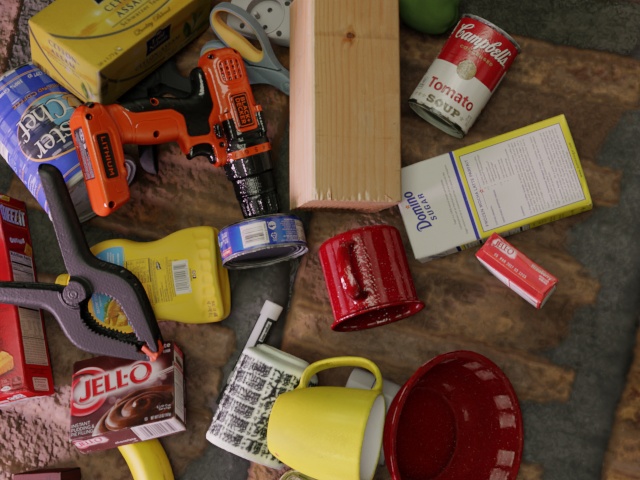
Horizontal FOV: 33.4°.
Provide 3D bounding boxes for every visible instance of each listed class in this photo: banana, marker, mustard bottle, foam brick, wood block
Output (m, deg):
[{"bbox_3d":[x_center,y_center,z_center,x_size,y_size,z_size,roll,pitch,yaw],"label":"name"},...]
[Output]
[{"bbox_3d":[-0.171,0.263,1.059,0.070,0.037,0.198,-24,75,32],"label":"banana"},{"bbox_3d":[-0.073,0.117,1.067,0.020,0.020,0.121,26,88,13],"label":"marker"},{"bbox_3d":[-0.190,0.045,1.079,0.192,0.058,0.096,-8,88,10],"label":"mustard bottle"},{"bbox_3d":[-0.271,0.269,1.067,0.053,0.051,0.078,-5,81,9],"label":"foam brick"},{"bbox_3d":[0.023,-0.134,1.026,0.090,0.090,0.206,1,85,-14],"label":"wood block"}]

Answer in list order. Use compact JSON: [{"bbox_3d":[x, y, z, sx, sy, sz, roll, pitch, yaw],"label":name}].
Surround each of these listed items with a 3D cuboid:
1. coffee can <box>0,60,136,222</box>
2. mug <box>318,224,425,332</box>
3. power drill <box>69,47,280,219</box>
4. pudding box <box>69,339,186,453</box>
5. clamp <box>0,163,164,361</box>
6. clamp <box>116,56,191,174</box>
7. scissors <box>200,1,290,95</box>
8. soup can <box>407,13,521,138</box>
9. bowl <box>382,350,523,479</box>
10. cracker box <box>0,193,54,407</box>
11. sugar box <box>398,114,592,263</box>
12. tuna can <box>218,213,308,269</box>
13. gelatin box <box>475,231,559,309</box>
[{"bbox_3d":[-0.271,-0.099,1.093,0.103,0.102,0.140,-41,77,3],"label":"coffee can"},{"bbox_3d":[0.041,0.034,1.010,0.093,0.117,0.081,-19,74,20],"label":"mug"},{"bbox_3d":[-0.137,-0.083,1.040,0.187,0.057,0.184,-18,94,-27],"label":"power drill"},{"bbox_3d":[-0.191,0.155,1.058,0.113,0.039,0.090,-12,53,7],"label":"pudding box"},{"bbox_3d":[-0.245,0.051,1.038,0.165,0.036,0.210,-43,95,15],"label":"clamp"},{"bbox_3d":[-0.167,-0.164,1.116,0.120,0.039,0.171,-28,76,-12],"label":"clamp"},{"bbox_3d":[-0.048,-0.155,1.096,0.201,0.016,0.096,48,134,-9],"label":"scissors"},{"bbox_3d":[0.139,-0.160,1.041,0.068,0.068,0.102,33,90,13],"label":"soup can"},{"bbox_3d":[0.111,0.181,0.979,0.055,0.161,0.162,-6,77,55],"label":"bowl"},{"bbox_3d":[-0.379,0.073,1.105,0.164,0.072,0.214,-14,79,8],"label":"cracker box"},{"bbox_3d":[0.164,-0.048,1.032,0.176,0.048,0.093,-18,79,12],"label":"sugar box"},{"bbox_3d":[-0.057,0.001,1.046,0.086,0.086,0.034,-13,78,9],"label":"tuna can"},{"bbox_3d":[0.184,0.028,0.994,0.073,0.089,0.030,38,91,13],"label":"gelatin box"}]
